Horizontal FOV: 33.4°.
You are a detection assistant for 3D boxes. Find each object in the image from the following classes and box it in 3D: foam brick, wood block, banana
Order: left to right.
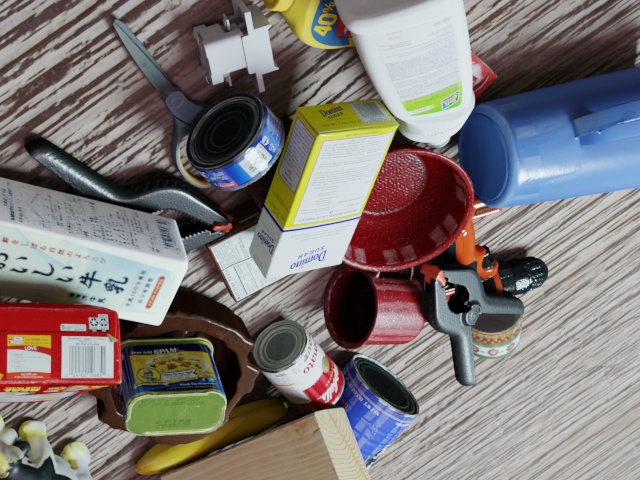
[{"bbox_3d":[-0.118,0.224,1.223,0.197,0.037,0.070,-20,156,-12],"label":"banana"},{"bbox_3d":[-0.063,0.268,1.203,0.206,0.091,0.090,-25,166,19],"label":"wood block"},{"bbox_3d":[-0.034,-0.070,1.021,0.078,0.053,0.051,-46,151,11],"label":"foam brick"}]

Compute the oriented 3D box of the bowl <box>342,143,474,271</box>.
[{"bbox_3d":[0.073,-0.044,1.095,0.162,0.055,0.162,-7,133,-8],"label":"bowl"}]

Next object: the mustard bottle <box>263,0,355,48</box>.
[{"bbox_3d":[0.024,-0.214,0.938,0.191,0.058,0.096,2,132,-30],"label":"mustard bottle"}]

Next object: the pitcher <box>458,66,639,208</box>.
[{"bbox_3d":[0.274,-0.109,1.102,0.242,0.145,0.149,-12,130,-22],"label":"pitcher"}]

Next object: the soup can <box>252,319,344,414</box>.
[{"bbox_3d":[-0.024,0.142,1.197,0.068,0.068,0.102,-36,135,1],"label":"soup can"}]

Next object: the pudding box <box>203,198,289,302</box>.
[{"bbox_3d":[-0.057,0.001,1.085,0.113,0.039,0.090,-26,135,-6],"label":"pudding box"}]

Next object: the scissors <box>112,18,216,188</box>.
[{"bbox_3d":[-0.112,-0.131,0.960,0.096,0.016,0.202,-25,135,-11],"label":"scissors"}]

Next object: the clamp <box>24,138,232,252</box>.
[{"bbox_3d":[-0.184,-0.027,0.991,0.209,0.036,0.165,-6,129,-21],"label":"clamp"}]

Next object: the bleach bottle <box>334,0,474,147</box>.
[{"bbox_3d":[0.083,-0.153,0.947,0.102,0.068,0.250,-15,153,5],"label":"bleach bottle"}]

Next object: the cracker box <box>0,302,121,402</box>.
[{"bbox_3d":[-0.289,0.103,0.934,0.163,0.072,0.214,4,167,-31],"label":"cracker box"}]

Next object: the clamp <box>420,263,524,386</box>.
[{"bbox_3d":[0.156,0.088,1.184,0.171,0.039,0.120,35,77,-39],"label":"clamp"}]

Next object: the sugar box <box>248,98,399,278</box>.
[{"bbox_3d":[0.000,-0.046,0.987,0.093,0.048,0.176,-10,141,-34],"label":"sugar box"}]

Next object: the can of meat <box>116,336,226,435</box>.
[{"bbox_3d":[-0.147,0.142,1.036,0.102,0.084,0.057,0,122,-19],"label":"can of meat"}]

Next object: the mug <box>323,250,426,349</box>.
[{"bbox_3d":[0.067,0.063,1.174,0.081,0.093,0.117,4,113,-38],"label":"mug"}]

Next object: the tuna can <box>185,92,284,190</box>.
[{"bbox_3d":[-0.076,-0.088,0.943,0.086,0.086,0.033,-40,134,5],"label":"tuna can"}]

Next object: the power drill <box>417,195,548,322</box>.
[{"bbox_3d":[0.187,0.005,1.211,0.184,0.057,0.188,-16,132,-18],"label":"power drill"}]

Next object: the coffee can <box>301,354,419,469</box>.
[{"bbox_3d":[0.035,0.221,1.272,0.102,0.103,0.140,26,110,-41],"label":"coffee can"}]
